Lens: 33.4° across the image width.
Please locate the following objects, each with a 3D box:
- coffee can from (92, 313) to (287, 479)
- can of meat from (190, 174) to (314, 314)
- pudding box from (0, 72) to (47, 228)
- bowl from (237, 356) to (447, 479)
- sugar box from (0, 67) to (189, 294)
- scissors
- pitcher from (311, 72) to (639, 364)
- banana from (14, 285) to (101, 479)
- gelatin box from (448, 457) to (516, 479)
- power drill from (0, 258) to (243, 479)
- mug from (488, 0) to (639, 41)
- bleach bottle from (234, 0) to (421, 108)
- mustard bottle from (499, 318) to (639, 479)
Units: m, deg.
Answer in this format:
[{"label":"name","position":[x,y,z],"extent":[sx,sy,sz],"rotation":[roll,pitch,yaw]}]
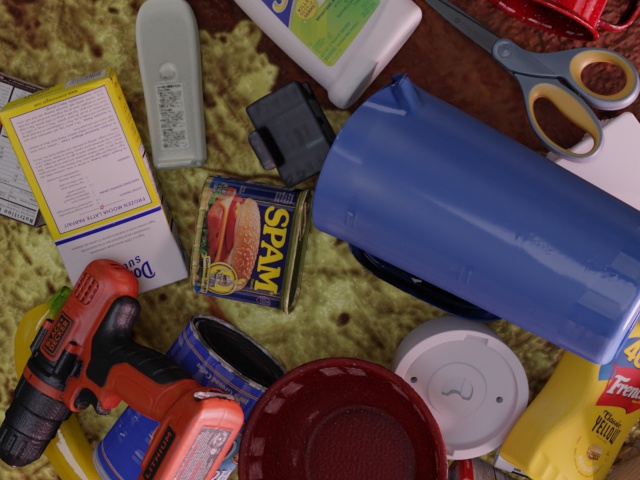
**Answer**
[{"label":"coffee can","position":[-0.102,0.145,0.861],"extent":[0.103,0.102,0.140],"rotation":[37,99,1]},{"label":"can of meat","position":[-0.056,0.001,0.862],"extent":[0.084,0.057,0.102],"rotation":[10,99,8]},{"label":"pudding box","position":[-0.256,-0.077,0.887],"extent":[0.090,0.039,0.113],"rotation":[20,101,1]},{"label":"bowl","position":[0.022,0.169,0.802],"extent":[0.162,0.055,0.162],"rotation":[-3,81,19]},{"label":"sugar box","position":[-0.178,-0.039,0.855],"extent":[0.093,0.048,0.176],"rotation":[-18,111,1]},{"label":"scissors","position":[0.162,-0.150,0.817],"extent":[0.096,0.016,0.202],"rotation":[-35,74,7]},{"label":"pitcher","position":[0.124,-0.006,0.782],"extent":[0.243,0.149,0.145],"rotation":[30,93,18]},{"label":"banana","position":[-0.221,0.137,0.898],"extent":[0.070,0.037,0.198],"rotation":[-3,102,42]},{"label":"gelatin box","position":[0.145,0.211,0.854],"extent":[0.089,0.073,0.030],"rotation":[31,100,1]},{"label":"power drill","position":[-0.158,0.130,0.802],"extent":[0.188,0.057,0.184],"rotation":[35,100,34]},{"label":"mug","position":[0.191,-0.200,0.798],"extent":[0.117,0.093,0.081],"rotation":[23,94,-11]},{"label":"bleach bottle","position":[-0.045,-0.220,0.834],"extent":[0.251,0.068,0.102],"rotation":[40,98,3]},{"label":"mustard bottle","position":[0.222,0.107,0.826],"extent":[0.096,0.058,0.191],"rotation":[35,87,-36]}]
